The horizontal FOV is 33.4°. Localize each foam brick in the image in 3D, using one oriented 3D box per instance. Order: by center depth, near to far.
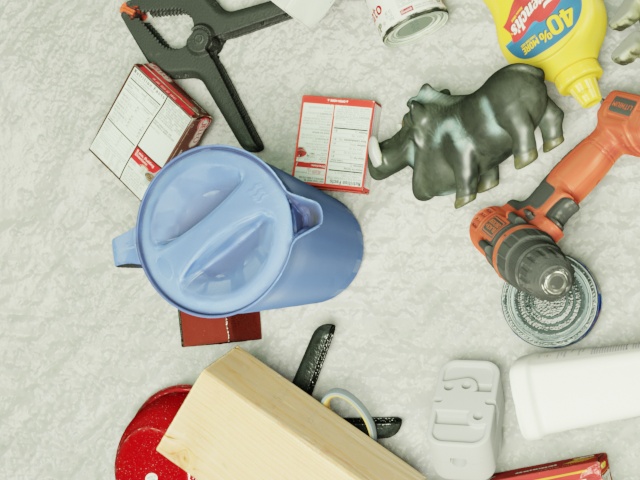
[{"bbox_3d":[-0.096,0.074,1.021,0.053,0.078,0.051,-10,83,20],"label":"foam brick"}]

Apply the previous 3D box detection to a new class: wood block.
[{"bbox_3d":[-0.024,0.194,0.929,0.206,0.090,0.091,34,107,9],"label":"wood block"}]

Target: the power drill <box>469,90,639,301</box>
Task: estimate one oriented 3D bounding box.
[{"bbox_3d":[0.213,-0.037,0.880,0.188,0.184,0.057,-43,107,4],"label":"power drill"}]

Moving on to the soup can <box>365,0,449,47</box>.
[{"bbox_3d":[0.071,-0.240,0.991,0.069,0.068,0.102,-24,79,16],"label":"soup can"}]

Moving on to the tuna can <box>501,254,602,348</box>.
[{"bbox_3d":[0.204,0.053,0.942,0.086,0.033,0.086,-1,86,19],"label":"tuna can"}]

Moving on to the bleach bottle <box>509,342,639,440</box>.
[{"bbox_3d":[0.288,0.108,0.872,0.251,0.102,0.068,-12,88,19],"label":"bleach bottle"}]

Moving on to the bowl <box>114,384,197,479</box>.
[{"bbox_3d":[-0.144,0.221,1.021,0.162,0.055,0.162,-1,88,32],"label":"bowl"}]

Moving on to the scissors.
[{"bbox_3d":[0.036,0.233,0.976,0.096,0.016,0.202,-22,94,17],"label":"scissors"}]

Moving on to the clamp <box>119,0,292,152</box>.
[{"bbox_3d":[-0.105,-0.205,1.065,0.210,0.036,0.164,32,97,19],"label":"clamp"}]

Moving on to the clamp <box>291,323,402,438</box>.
[{"bbox_3d":[-0.021,0.159,1.008,0.172,0.039,0.120,-28,79,15],"label":"clamp"}]

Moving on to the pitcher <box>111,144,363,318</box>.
[{"bbox_3d":[-0.056,0.001,0.924,0.149,0.242,0.145,36,97,18],"label":"pitcher"}]

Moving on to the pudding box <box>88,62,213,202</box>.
[{"bbox_3d":[-0.171,-0.107,1.066,0.090,0.039,0.114,44,115,18],"label":"pudding box"}]

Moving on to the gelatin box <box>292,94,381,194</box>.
[{"bbox_3d":[0.015,-0.091,1.020,0.073,0.030,0.089,7,89,18],"label":"gelatin box"}]

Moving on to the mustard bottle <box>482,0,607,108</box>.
[{"bbox_3d":[0.196,-0.201,0.938,0.096,0.058,0.192,-34,70,31],"label":"mustard bottle"}]
